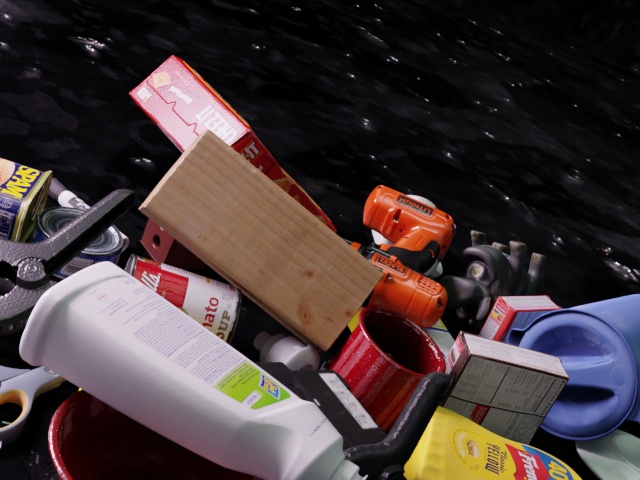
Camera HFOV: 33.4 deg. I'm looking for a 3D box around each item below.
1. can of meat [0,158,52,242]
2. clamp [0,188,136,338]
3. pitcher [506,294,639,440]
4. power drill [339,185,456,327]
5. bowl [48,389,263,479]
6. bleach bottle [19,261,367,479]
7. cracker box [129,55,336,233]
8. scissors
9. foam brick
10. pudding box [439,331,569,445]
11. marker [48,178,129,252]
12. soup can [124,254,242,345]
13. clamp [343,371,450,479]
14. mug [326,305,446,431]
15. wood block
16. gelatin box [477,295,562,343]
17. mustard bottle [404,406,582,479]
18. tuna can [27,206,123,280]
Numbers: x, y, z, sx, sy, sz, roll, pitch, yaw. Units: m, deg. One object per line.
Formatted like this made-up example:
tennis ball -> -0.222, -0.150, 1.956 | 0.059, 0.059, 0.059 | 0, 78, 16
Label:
can of meat -> -0.307, -0.040, 1.000 | 0.084, 0.057, 0.102 | 18, 24, -7
clamp -> -0.232, 0.025, 0.876 | 0.209, 0.036, 0.164 | -3, 50, -13
pitcher -> 0.322, 0.130, 1.150 | 0.242, 0.145, 0.149 | -8, 74, -55
power drill -> 0.059, 0.007, 1.129 | 0.184, 0.057, 0.187 | 27, 31, 6
bowl -> -0.117, 0.170, 0.747 | 0.162, 0.055, 0.162 | 20, 24, -10
bleach bottle -> -0.082, 0.112, 0.754 | 0.251, 0.068, 0.102 | 32, 25, 11
cracker box -> -0.089, -0.082, 1.147 | 0.164, 0.072, 0.213 | 45, -3, 37
scissors -> -0.231, 0.100, 0.833 | 0.096, 0.016, 0.201 | 28, 24, 9
foam brick -> -0.138, -0.016, 1.079 | 0.051, 0.078, 0.053 | 4, 31, -41
pudding box -> 0.167, 0.143, 1.020 | 0.113, 0.090, 0.039 | 15, 26, -19
marker -> -0.240, -0.027, 1.080 | 0.121, 0.020, 0.020 | 37, 27, 25
soup can -> -0.128, 0.059, 0.947 | 0.102, 0.069, 0.068 | 18, 25, -14
clamp -> 0.054, 0.176, 0.822 | 0.171, 0.039, 0.120 | -14, 84, -28
mug -> 0.052, 0.113, 0.972 | 0.093, 0.082, 0.117 | 28, 25, -16
wood block -> -0.056, 0.001, 0.976 | 0.206, 0.090, 0.091 | 39, -9, -10
gelatin box -> 0.216, 0.097, 1.179 | 0.089, 0.073, 0.030 | 0, 34, -42
mustard bottle -> 0.168, 0.215, 0.913 | 0.191, 0.058, 0.096 | 23, 33, -4
tuna can -> -0.231, 0.003, 1.008 | 0.086, 0.034, 0.086 | 20, 25, -10
